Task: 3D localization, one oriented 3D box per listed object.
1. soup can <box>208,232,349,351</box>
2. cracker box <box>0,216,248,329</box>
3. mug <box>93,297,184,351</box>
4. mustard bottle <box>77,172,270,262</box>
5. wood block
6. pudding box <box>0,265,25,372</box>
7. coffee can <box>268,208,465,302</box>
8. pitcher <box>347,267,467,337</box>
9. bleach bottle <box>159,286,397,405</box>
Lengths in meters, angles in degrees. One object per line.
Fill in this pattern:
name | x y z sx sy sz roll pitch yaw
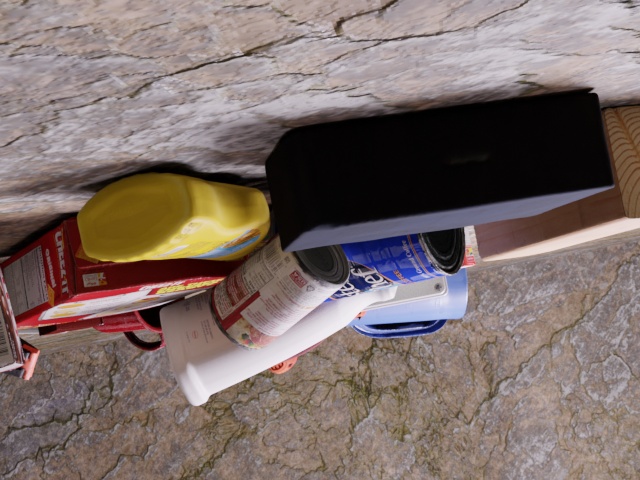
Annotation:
soup can | -0.034 0.036 0.872 0.102 0.068 0.068 -40 159 30
cracker box | -0.186 0.024 0.969 0.163 0.072 0.214 -7 172 -33
mug | -0.203 0.068 1.164 0.082 0.117 0.093 -9 -157 31
mustard bottle | -0.093 -0.014 0.820 0.096 0.058 0.191 -19 171 23
wood block | 0.222 -0.046 0.926 0.090 0.091 0.206 -8 174 -25
pudding box | -0.270 0.050 0.856 0.039 0.113 0.090 -12 175 -11
coffee can | 0.040 -0.006 0.922 0.141 0.103 0.102 -14 173 29
pitcher | 0.079 0.067 1.516 0.242 0.149 0.145 -7 174 -7
bleach bottle | -0.022 0.064 1.015 0.251 0.102 0.068 -22 135 0
